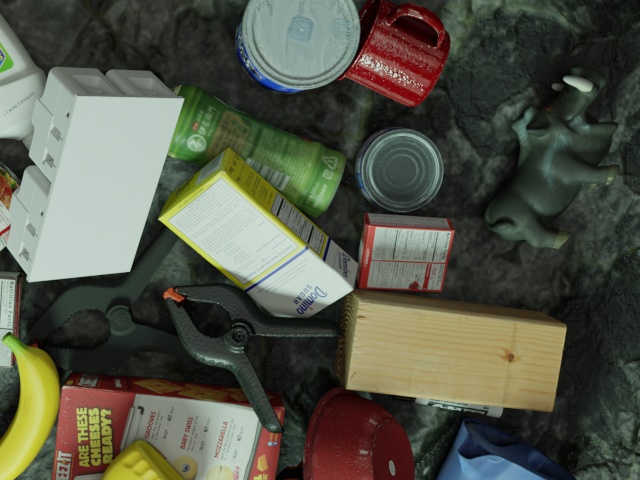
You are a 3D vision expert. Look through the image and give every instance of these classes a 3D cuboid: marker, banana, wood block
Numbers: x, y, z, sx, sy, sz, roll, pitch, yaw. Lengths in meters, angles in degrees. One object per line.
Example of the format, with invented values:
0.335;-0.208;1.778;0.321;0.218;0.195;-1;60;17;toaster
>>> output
0.129;0.164;1.103;0.121;0.020;0.020;10;95;-8;marker
-0.294;0.177;1.029;0.069;0.037;0.198;20;109;-6;banana
0.125;0.108;1.061;0.206;0.090;0.091;8;94;-8;wood block

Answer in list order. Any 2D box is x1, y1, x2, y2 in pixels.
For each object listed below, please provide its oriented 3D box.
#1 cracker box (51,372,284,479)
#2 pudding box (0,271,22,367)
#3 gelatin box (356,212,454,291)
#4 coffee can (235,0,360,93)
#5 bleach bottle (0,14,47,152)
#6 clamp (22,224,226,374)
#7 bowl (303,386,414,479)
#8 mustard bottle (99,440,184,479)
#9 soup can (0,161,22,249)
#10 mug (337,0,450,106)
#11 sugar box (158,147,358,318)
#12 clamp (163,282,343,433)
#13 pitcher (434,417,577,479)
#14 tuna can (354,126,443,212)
-0.151;0.224;1.049;0.213;0.072;0.164;7;95;-7;cracker box
-0.346;0.073;1.026;0.113;0.039;0.090;4;94;-9;pudding box
0.084;0.012;1.064;0.089;0.030;0.073;3;119;-8;gelatin box
-0.025;-0.189;0.985;0.102;0.140;0.103;-1;96;-7;coffee can
-0.339;-0.181;0.989;0.102;0.068;0.251;-37;101;-2;bleach bottle
-0.192;0.064;1.044;0.210;0.036;0.164;-11;92;-6;clamp
0.047;0.220;1.027;0.055;0.161;0.162;-10;99;30;bowl
-0.207;0.280;0.983;0.191;0.058;0.096;-41;97;0;mustard bottle
-0.319;-0.017;0.991;0.102;0.069;0.068;-42;100;-19;soup can
0.076;-0.185;1.015;0.081;0.117;0.093;24;59;-14;mug
-0.057;0.001;1.017;0.093;0.048;0.176;-34;117;33;sugar box
-0.067;0.087;1.017;0.171;0.039;0.120;41;75;1;clamp
0.156;0.315;1.076;0.149;0.145;0.243;28;96;3;pitcher
0.079;-0.070;1.064;0.086;0.034;0.086;-1;96;-7;tuna can
